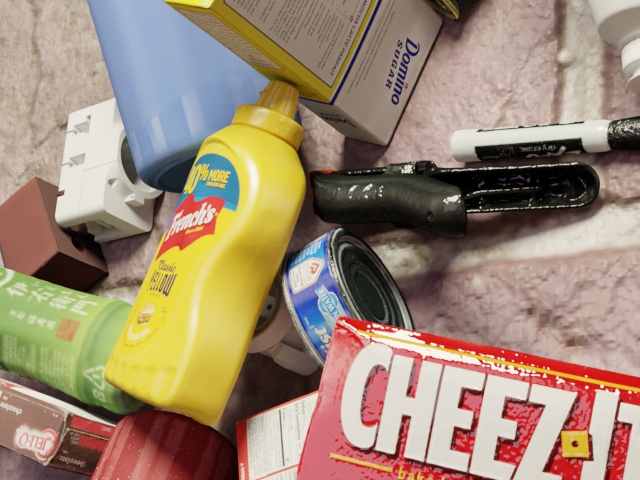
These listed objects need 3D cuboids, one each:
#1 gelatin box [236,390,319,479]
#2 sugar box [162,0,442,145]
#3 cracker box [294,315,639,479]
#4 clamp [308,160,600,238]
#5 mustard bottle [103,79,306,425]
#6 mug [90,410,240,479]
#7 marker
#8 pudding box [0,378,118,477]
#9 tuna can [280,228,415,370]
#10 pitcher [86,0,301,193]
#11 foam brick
[{"bbox_3d":[0.001,0.117,0.553,0.089,0.030,0.073,-24,51,21],"label":"gelatin box"},{"bbox_3d":[-0.003,-0.132,0.613,0.048,0.176,0.093,20,82,38],"label":"sugar box"},{"bbox_3d":[0.064,0.153,0.450,0.164,0.072,0.213,10,79,19],"label":"cracker box"},{"bbox_3d":[0.063,-0.026,0.588,0.172,0.120,0.039,12,103,56],"label":"clamp"},{"bbox_3d":[-0.054,0.001,0.591,0.096,0.058,0.191,6,72,61],"label":"mustard bottle"},{"bbox_3d":[-0.097,0.158,0.613,0.117,0.093,0.081,-53,13,45],"label":"mug"},{"bbox_3d":[0.128,-0.055,0.585,0.121,0.020,0.020,-1,70,36],"label":"marker"},{"bbox_3d":[-0.169,0.122,0.683,0.114,0.089,0.039,12,77,40],"label":"pudding box"},{"bbox_3d":[0.017,0.037,0.585,0.034,0.086,0.086,-30,56,20],"label":"tuna can"},{"bbox_3d":[-0.081,-0.161,0.698,0.149,0.144,0.243,-18,78,16],"label":"pitcher"},{"bbox_3d":[-0.199,0.002,0.781,0.051,0.052,0.078,-39,54,17],"label":"foam brick"}]
